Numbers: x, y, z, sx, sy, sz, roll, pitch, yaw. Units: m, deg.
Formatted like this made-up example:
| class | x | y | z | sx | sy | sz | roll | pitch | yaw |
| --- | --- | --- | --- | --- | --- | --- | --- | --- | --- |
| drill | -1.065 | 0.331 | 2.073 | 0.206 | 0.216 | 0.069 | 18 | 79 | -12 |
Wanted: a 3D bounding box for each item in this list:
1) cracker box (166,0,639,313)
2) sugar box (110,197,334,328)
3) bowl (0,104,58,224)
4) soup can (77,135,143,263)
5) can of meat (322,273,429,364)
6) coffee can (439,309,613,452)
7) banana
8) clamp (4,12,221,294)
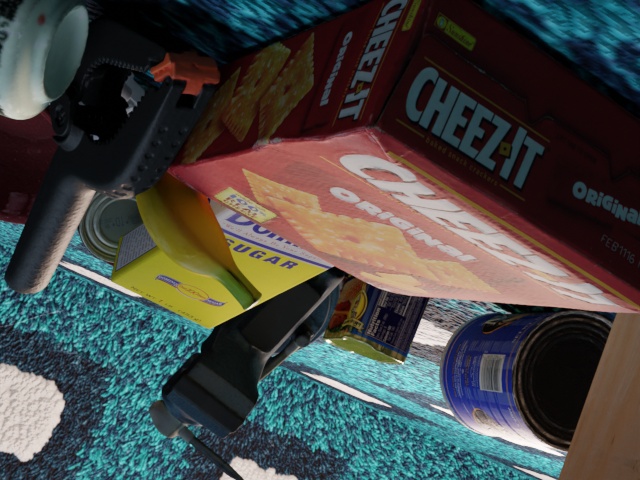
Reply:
| class | x | y | z | sx | sy | sz | roll | pitch | yaw |
| --- | --- | --- | --- | --- | --- | --- | --- | --- | --- |
| cracker box | 0.044 | -0.028 | 0.489 | 0.164 | 0.072 | 0.214 | 28 | 168 | -24 |
| sugar box | -0.055 | 0.001 | 0.724 | 0.093 | 0.048 | 0.177 | 29 | 143 | -31 |
| bowl | -0.225 | -0.083 | 0.733 | 0.162 | 0.055 | 0.162 | 14 | 143 | 10 |
| soup can | -0.159 | -0.033 | 0.812 | 0.068 | 0.068 | 0.102 | 29 | -169 | -30 |
| can of meat | 0.048 | 0.049 | 0.837 | 0.057 | 0.084 | 0.102 | 24 | 170 | -10 |
| coffee can | 0.165 | 0.106 | 0.828 | 0.102 | 0.103 | 0.140 | 25 | 169 | -12 |
| banana | -0.077 | -0.032 | 0.608 | 0.069 | 0.037 | 0.198 | 50 | -167 | -32 |
| clamp | -0.128 | -0.073 | 0.574 | 0.036 | 0.164 | 0.210 | -2 | 166 | -41 |
